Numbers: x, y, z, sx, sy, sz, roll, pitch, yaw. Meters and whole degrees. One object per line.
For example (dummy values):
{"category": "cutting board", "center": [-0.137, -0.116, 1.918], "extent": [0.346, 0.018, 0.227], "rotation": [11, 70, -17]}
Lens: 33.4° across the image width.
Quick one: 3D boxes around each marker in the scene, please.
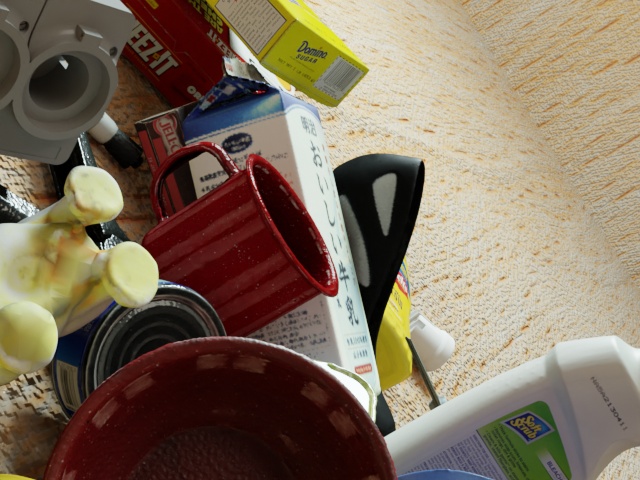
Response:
{"category": "marker", "center": [-0.159, -0.090, 0.691], "extent": [0.121, 0.020, 0.020], "rotation": [47, 22, -27]}

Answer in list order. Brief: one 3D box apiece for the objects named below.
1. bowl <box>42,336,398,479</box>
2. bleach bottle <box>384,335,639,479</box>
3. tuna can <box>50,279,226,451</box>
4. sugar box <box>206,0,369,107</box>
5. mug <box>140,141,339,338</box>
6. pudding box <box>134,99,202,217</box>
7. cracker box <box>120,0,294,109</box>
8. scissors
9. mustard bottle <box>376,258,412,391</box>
{"category": "bowl", "center": [-0.047, 0.128, 0.491], "extent": [0.162, 0.162, 0.055], "rotation": [59, -18, 7]}
{"category": "bleach bottle", "center": [0.110, 0.136, 0.636], "extent": [0.102, 0.251, 0.068], "rotation": [55, 20, -6]}
{"category": "tuna can", "center": [-0.088, 0.061, 0.533], "extent": [0.085, 0.034, 0.086], "rotation": [-6, 99, -40]}
{"category": "sugar box", "center": [-0.046, -0.175, 0.779], "extent": [0.093, 0.048, 0.176], "rotation": [24, 25, -52]}
{"category": "mug", "center": [-0.054, 0.001, 0.607], "extent": [0.117, 0.081, 0.093], "rotation": [58, 13, -4]}
{"category": "pudding box", "center": [-0.081, -0.054, 0.754], "extent": [0.113, 0.039, 0.090], "rotation": [-49, 123, -70]}
{"category": "cracker box", "center": [-0.096, -0.182, 0.900], "extent": [0.164, 0.072, 0.213], "rotation": [46, 24, -24]}
{"category": "scissors", "center": [0.098, 0.134, 0.885], "extent": [0.096, 0.016, 0.201], "rotation": [-103, 170, -63]}
{"category": "mustard bottle", "center": [0.041, 0.038, 0.906], "extent": [0.096, 0.058, 0.191], "rotation": [52, 20, -19]}
